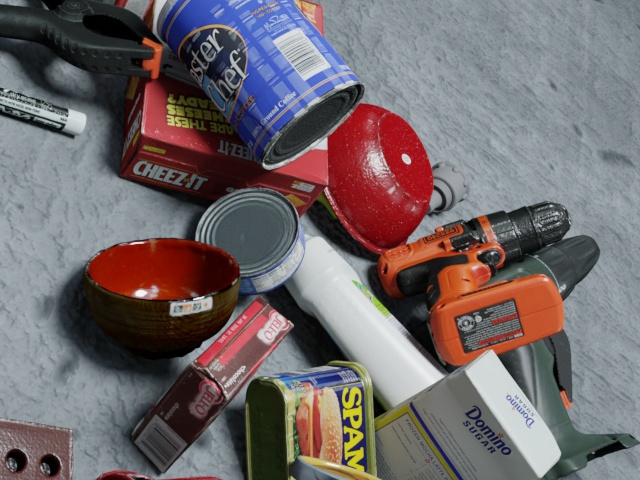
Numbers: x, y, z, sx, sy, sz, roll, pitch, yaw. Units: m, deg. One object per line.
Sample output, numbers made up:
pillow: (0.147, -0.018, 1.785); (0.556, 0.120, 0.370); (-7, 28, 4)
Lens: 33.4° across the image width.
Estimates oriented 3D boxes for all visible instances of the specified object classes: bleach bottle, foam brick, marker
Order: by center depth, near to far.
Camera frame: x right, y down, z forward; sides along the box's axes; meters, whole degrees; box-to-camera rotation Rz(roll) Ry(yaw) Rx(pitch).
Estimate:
foam brick: (-0.197, 0.143, 0.655); (0.078, 0.051, 0.053); (17, 52, -34)
marker: (-0.240, -0.107, 0.823); (0.120, 0.020, 0.020); (16, 52, -34)
bleach bottle: (0.044, 0.085, 0.901); (0.251, 0.068, 0.102); (49, 1, 7)

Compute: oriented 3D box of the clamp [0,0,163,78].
clamp: (-0.201, -0.181, 0.861); (0.171, 0.039, 0.120); (20, 46, 1)

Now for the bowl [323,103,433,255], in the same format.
bowl: (0.060, -0.069, 1.012); (0.162, 0.055, 0.162); (34, 44, -41)

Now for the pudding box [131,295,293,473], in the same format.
pudding box: (-0.076, 0.101, 0.748); (0.039, 0.114, 0.089); (44, 41, 2)

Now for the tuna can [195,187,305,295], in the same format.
tuna can: (-0.056, 0.001, 0.864); (0.033, 0.086, 0.086); (70, 14, -55)

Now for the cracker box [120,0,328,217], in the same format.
cracker box: (-0.082, -0.135, 0.933); (0.164, 0.072, 0.213); (14, 53, -21)

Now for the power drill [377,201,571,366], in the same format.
power drill: (0.148, 0.030, 0.923); (0.187, 0.184, 0.057); (-102, 171, -71)

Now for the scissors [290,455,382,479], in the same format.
scissors: (0.075, 0.189, 0.730); (0.202, 0.016, 0.096); (18, 4, 2)

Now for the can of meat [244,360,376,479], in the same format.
can of meat: (-0.009, 0.146, 0.803); (0.083, 0.058, 0.102); (-3, 91, -41)

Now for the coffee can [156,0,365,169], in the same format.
coffee can: (-0.047, -0.142, 0.839); (0.140, 0.103, 0.102); (52, 40, 10)

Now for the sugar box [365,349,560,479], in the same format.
sugar box: (0.089, 0.161, 0.807); (0.048, 0.177, 0.093); (-28, 82, -49)
